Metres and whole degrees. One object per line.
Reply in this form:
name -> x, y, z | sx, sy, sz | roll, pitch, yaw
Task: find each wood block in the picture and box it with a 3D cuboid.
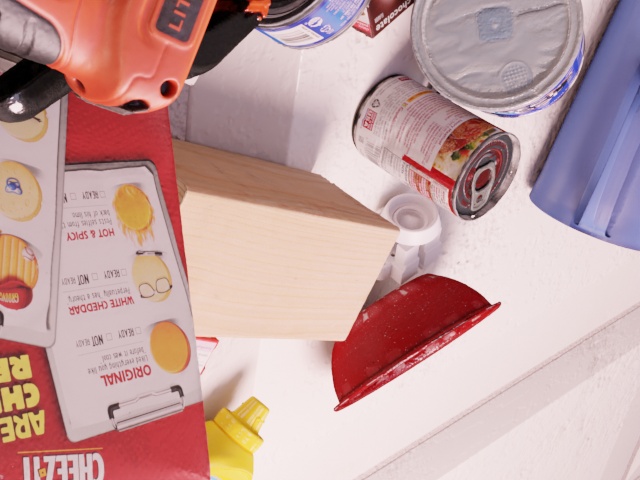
wood block -> -0.055, 0.001, 0.660 | 0.205, 0.090, 0.091 | 9, 112, -53

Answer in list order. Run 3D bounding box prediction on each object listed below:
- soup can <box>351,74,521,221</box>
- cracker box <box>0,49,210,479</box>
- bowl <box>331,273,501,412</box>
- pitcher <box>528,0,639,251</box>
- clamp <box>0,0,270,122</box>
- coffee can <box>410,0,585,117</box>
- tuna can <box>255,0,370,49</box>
soup can -> 0.080, -0.067, 0.752 | 0.068, 0.102, 0.068 | -31, 140, -31
cracker box -> -0.139, 0.006, 0.458 | 0.163, 0.072, 0.214 | 9, 68, -48
bowl -> 0.065, 0.074, 0.870 | 0.162, 0.055, 0.162 | -32, 170, -7
pitcher -> 0.285, -0.117, 0.933 | 0.144, 0.149, 0.243 | 8, 112, -26
clamp -> -0.085, -0.102, 0.472 | 0.171, 0.039, 0.120 | 8, 96, -54
coffee can -> 0.121, -0.134, 0.700 | 0.103, 0.103, 0.140 | -62, 169, 11
tuna can -> -0.011, -0.150, 0.582 | 0.033, 0.086, 0.086 | 19, 104, -53
